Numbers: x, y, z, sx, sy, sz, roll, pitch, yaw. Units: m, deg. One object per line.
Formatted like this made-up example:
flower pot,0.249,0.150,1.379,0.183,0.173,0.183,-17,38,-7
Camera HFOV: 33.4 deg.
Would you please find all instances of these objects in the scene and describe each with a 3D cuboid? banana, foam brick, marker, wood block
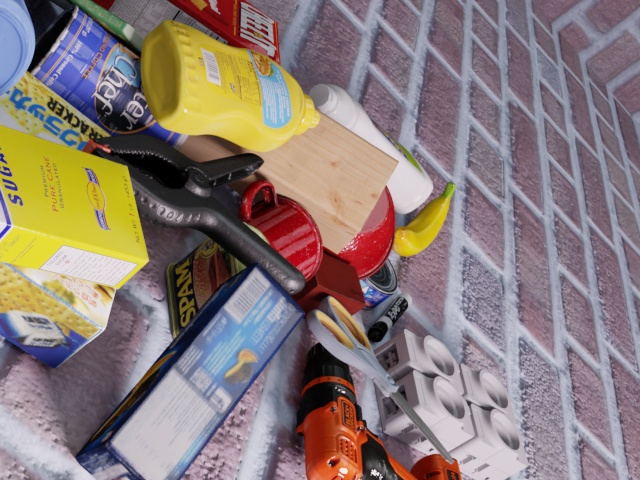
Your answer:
banana,0.125,-0.017,1.373,0.037,0.070,0.197,16,28,19
foam brick,0.000,0.050,1.106,0.078,0.051,0.053,26,38,-41
marker,0.080,0.088,1.220,0.020,0.020,0.121,52,27,-1
wood block,-0.039,-0.086,1.073,0.206,0.091,0.090,32,68,-4

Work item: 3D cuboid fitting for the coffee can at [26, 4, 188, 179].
coffee can,-0.195,-0.126,0.953,0.140,0.103,0.103,39,30,-25

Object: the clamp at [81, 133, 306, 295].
clamp,-0.110,-0.046,0.900,0.209,0.036,0.164,24,32,-32

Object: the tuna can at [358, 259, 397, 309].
tuna can,0.049,0.034,1.221,0.086,0.034,0.086,38,30,-27

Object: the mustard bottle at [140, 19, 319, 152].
mustard bottle,-0.070,-0.130,0.964,0.191,0.058,0.096,10,57,-46

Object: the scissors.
scissors,0.050,0.132,1.017,0.202,0.016,0.096,54,20,24

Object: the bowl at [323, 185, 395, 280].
bowl,0.022,-0.038,1.163,0.161,0.055,0.162,10,64,-22

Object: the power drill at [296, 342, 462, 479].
power drill,0.055,0.196,1.012,0.187,0.057,0.184,38,26,-23

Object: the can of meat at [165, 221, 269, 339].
can of meat,-0.086,0.043,0.942,0.057,0.084,0.102,29,36,-39

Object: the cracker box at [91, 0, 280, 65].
cracker box,-0.146,-0.250,1.164,0.213,0.072,0.164,32,23,-19

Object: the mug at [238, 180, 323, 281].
mug,-0.057,0.001,1.018,0.081,0.093,0.117,-31,125,-58

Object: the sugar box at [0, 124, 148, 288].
sugar box,-0.206,-0.030,0.734,0.175,0.048,0.093,19,41,-46

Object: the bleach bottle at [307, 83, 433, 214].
bleach bottle,0.054,-0.119,1.304,0.103,0.068,0.250,55,9,30
